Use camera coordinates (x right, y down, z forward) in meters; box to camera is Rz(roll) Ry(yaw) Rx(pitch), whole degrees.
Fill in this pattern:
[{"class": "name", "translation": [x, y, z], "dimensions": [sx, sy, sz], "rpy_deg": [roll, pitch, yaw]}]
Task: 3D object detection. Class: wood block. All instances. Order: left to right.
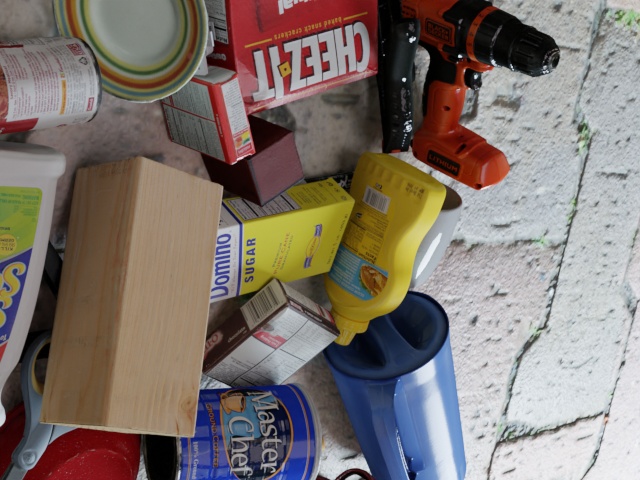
[{"class": "wood block", "translation": [-0.150, 0.048, 0.854], "dimensions": [0.090, 0.090, 0.206], "rpy_deg": [18, 72, -46]}]

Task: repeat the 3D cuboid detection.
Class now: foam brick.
[{"class": "foam brick", "translation": [-0.062, -0.073, 0.942], "dimensions": [0.051, 0.078, 0.053], "rpy_deg": [-37, 131, -26]}]

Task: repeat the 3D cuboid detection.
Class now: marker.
[{"class": "marker", "translation": [0.017, -0.057, 1.062], "dimensions": [0.120, 0.020, 0.020], "rpy_deg": [-12, 115, -39]}]

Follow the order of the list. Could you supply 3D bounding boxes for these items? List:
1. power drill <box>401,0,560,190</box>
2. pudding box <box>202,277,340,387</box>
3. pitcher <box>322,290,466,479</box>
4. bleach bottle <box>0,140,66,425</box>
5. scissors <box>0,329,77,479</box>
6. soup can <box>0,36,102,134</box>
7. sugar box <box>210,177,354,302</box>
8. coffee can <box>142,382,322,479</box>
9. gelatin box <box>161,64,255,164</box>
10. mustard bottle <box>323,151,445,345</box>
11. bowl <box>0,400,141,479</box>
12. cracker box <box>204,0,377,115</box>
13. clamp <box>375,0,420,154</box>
[{"class": "power drill", "translation": [0.151, -0.145, 1.044], "dimensions": [0.057, 0.185, 0.188], "rpy_deg": [-29, 135, -30]}, {"class": "pudding box", "translation": [-0.051, 0.098, 1.025], "dimensions": [0.114, 0.039, 0.090], "rpy_deg": [-39, 138, 15]}, {"class": "pitcher", "translation": [0.088, 0.187, 1.151], "dimensions": [0.149, 0.145, 0.243], "rpy_deg": [-36, 131, -24]}, {"class": "bleach bottle", "translation": [-0.257, 0.052, 0.806], "dimensions": [0.102, 0.068, 0.251], "rpy_deg": [3, 102, -26]}, {"class": "scissors", "translation": [-0.240, 0.153, 0.846], "dimensions": [0.201, 0.016, 0.096], "rpy_deg": [-46, 121, -29]}, {"class": "soup can", "translation": [-0.222, -0.114, 0.786], "dimensions": [0.102, 0.069, 0.068], "rpy_deg": [-14, 117, -39]}, {"class": "sugar box", "translation": [-0.056, 0.002, 0.986], "dimensions": [0.175, 0.048, 0.093], "rpy_deg": [-17, 138, -39]}, {"class": "coffee can", "translation": [-0.083, 0.187, 0.993], "dimensions": [0.140, 0.103, 0.103], "rpy_deg": [0, 108, -26]}, {"class": "gelatin box", "translation": [-0.097, -0.110, 0.885], "dimensions": [0.030, 0.089, 0.073], "rpy_deg": [-31, 127, -31]}, {"class": "mustard bottle", "translation": [0.051, 0.016, 1.051], "dimensions": [0.058, 0.096, 0.192], "rpy_deg": [1, 115, -48]}, {"class": "bowl", "translation": [-0.216, 0.205, 0.924], "dimensions": [0.161, 0.055, 0.162], "rpy_deg": [-19, 125, -30]}, {"class": "cracker box", "translation": [-0.030, -0.230, 0.908], "dimensions": [0.163, 0.072, 0.214], "rpy_deg": [-23, 123, -34]}, {"class": "clamp", "translation": [0.069, -0.174, 1.013], "dimensions": [0.036, 0.164, 0.210], "rpy_deg": [-6, 140, -1]}]
